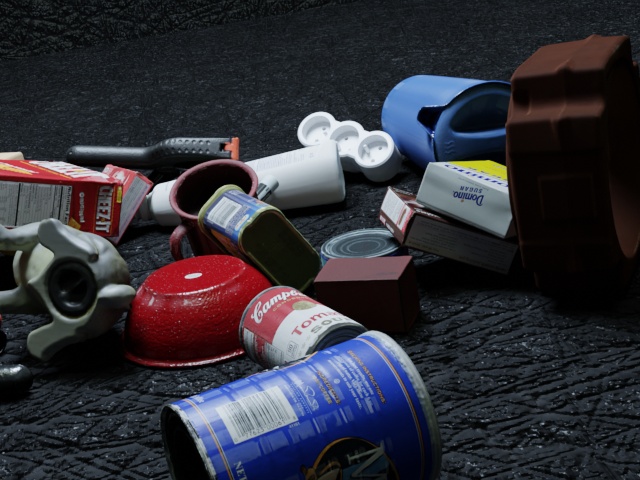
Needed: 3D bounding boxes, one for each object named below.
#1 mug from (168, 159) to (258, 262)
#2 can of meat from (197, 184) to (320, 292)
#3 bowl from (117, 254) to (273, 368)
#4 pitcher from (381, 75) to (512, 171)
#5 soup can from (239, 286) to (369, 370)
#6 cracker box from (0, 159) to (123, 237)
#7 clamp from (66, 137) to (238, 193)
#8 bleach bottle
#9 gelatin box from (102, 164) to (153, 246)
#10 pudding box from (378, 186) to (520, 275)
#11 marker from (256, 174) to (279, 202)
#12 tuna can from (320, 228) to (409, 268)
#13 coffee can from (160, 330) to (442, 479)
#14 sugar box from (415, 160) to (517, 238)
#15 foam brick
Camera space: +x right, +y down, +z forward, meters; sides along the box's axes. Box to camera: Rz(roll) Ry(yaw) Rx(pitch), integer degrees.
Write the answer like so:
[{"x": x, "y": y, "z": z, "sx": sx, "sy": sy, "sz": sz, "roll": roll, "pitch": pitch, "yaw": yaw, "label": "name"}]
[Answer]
[{"x": -0.109, "y": -0.017, "z": 1.100, "sx": 0.093, "sy": 0.081, "sz": 0.117, "roll": 22, "pitch": 53, "yaw": 32, "label": "mug"}, {"x": -0.057, "y": 0.001, "z": 1.021, "sx": 0.057, "sy": 0.102, "sz": 0.084, "roll": -49, "pitch": 34, "yaw": -10, "label": "can of meat"}, {"x": -0.108, "y": 0.055, "z": 0.959, "sx": 0.162, "sy": 0.055, "sz": 0.162, "roll": -8, "pitch": 20, "yaw": 3, "label": "bowl"}, {"x": 0.167, "y": -0.130, "z": 1.279, "sx": 0.145, "sy": 0.149, "sz": 0.243, "roll": -27, "pitch": 19, "yaw": -6, "label": "pitcher"}, {"x": -0.010, "y": 0.081, "z": 0.822, "sx": 0.068, "sy": 0.068, "sz": 0.102, "roll": -19, "pitch": 22, "yaw": -27, "label": "soup can"}, {"x": -0.350, "y": -0.054, "z": 1.175, "sx": 0.213, "sy": 0.072, "sz": 0.164, "roll": 2, "pitch": 10, "yaw": -39, "label": "cracker box"}, {"x": -0.196, "y": -0.100, "z": 1.316, "sx": 0.210, "sy": 0.036, "sz": 0.164, "roll": -9, "pitch": -15, "yaw": 36, "label": "clamp"}, {"x": -0.098, "y": -0.061, "z": 1.276, "sx": 0.251, "sy": 0.068, "sz": 0.102, "roll": -10, "pitch": 15, "yaw": 5, "label": "bleach bottle"}, {"x": -0.247, "y": -0.043, "z": 1.262, "sx": 0.073, "sy": 0.030, "sz": 0.089, "roll": 16, "pitch": 75, "yaw": 50, "label": "gelatin box"}, {"x": 0.119, "y": -0.009, "z": 1.001, "sx": 0.113, "sy": 0.039, "sz": 0.090, "roll": 14, "pitch": 13, "yaw": -16, "label": "pudding box"}, {"x": -0.088, "y": -0.028, "z": 1.182, "sx": 0.020, "sy": 0.020, "sz": 0.121, "roll": 10, "pitch": 48, "yaw": 42, "label": "marker"}, {"x": 0.043, "y": 0.018, "z": 1.027, "sx": 0.086, "sy": 0.034, "sz": 0.086, "roll": -8, "pitch": 19, "yaw": 3, "label": "tuna can"}, {"x": -0.013, "y": 0.124, "z": 0.645, "sx": 0.140, "sy": 0.103, "sz": 0.103, "roll": -17, "pitch": 21, "yaw": -22, "label": "coffee can"}, {"x": 0.167, "y": -0.043, "z": 1.016, "sx": 0.093, "sy": 0.048, "sz": 0.176, "roll": 24, "pitch": 12, "yaw": 22, "label": "sugar box"}, {"x": 0.040, "y": 0.047, "z": 0.919, "sx": 0.078, "sy": 0.051, "sz": 0.053, "roll": -2, "pitch": 21, "yaw": 21, "label": "foam brick"}]
